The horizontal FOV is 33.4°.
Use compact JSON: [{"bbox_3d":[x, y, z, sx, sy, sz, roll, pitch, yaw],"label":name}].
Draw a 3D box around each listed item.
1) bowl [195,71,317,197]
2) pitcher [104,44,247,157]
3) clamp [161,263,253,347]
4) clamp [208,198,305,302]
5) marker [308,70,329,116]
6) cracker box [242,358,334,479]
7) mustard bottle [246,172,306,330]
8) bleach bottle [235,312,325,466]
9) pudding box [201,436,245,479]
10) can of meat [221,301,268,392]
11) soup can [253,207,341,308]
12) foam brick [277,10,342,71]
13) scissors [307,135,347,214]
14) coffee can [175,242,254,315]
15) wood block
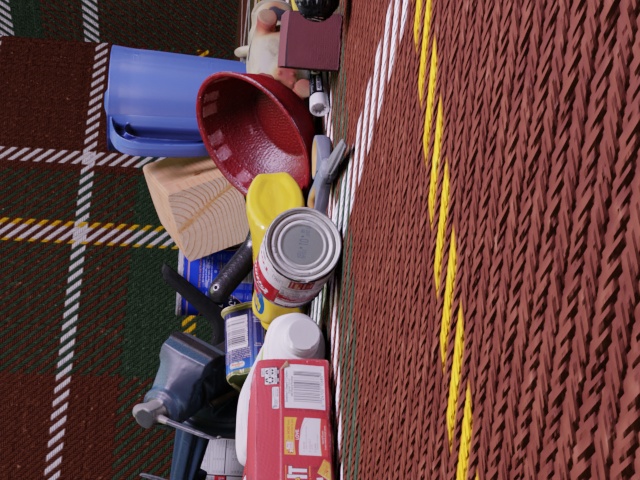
[{"bbox_3d":[-0.056,-0.114,1.119,0.055,0.162,0.162,-39,-25,-34],"label":"bowl"},{"bbox_3d":[-0.151,-0.166,1.353,0.145,0.242,0.149,145,128,-81],"label":"pitcher"},{"bbox_3d":[-0.110,0.106,1.353,0.036,0.164,0.210,-142,46,-86],"label":"clamp"},{"bbox_3d":[-0.058,0.001,1.204,0.171,0.039,0.120,-59,-18,0],"label":"clamp"},{"bbox_3d":[-0.003,-0.172,1.069,0.020,0.020,0.121,101,170,-48],"label":"marker"},{"bbox_3d":[-0.034,0.230,0.929,0.214,0.072,0.164,100,171,-47],"label":"cracker box"},{"bbox_3d":[-0.044,0.030,1.108,0.096,0.058,0.192,-101,8,-49],"label":"mustard bottle"},{"bbox_3d":[-0.036,0.143,1.032,0.251,0.068,0.102,111,160,-62],"label":"bleach bottle"},{"bbox_3d":[-0.111,0.288,1.364,0.039,0.113,0.090,-115,30,-81],"label":"pudding box"},{"bbox_3d":[-0.068,0.128,1.201,0.102,0.057,0.084,48,-148,-54],"label":"can of meat"},{"bbox_3d":[-0.021,0.016,0.938,0.102,0.068,0.068,118,154,-72],"label":"soup can"},{"bbox_3d":[-0.011,-0.187,1.007,0.078,0.051,0.053,-126,41,-79],"label":"foam brick"},{"bbox_3d":[0.007,-0.078,0.965,0.202,0.016,0.096,109,163,-65],"label":"scissors"},{"bbox_3d":[-0.120,0.052,1.419,0.103,0.140,0.103,-177,90,-83],"label":"coffee can"},{"bbox_3d":[-0.161,-0.053,1.382,0.206,0.090,0.090,-141,33,-68],"label":"wood block"}]
